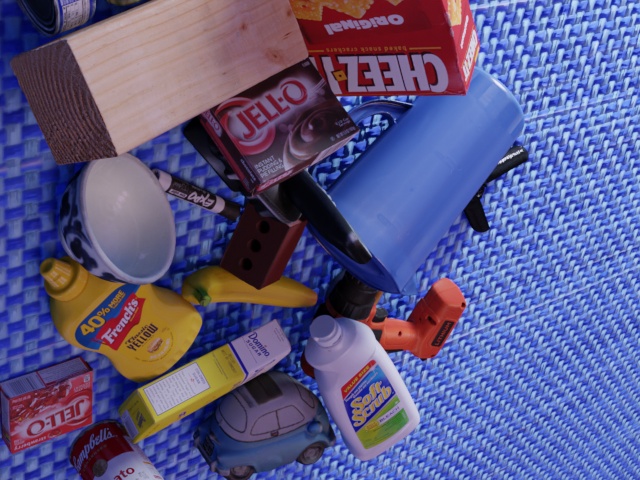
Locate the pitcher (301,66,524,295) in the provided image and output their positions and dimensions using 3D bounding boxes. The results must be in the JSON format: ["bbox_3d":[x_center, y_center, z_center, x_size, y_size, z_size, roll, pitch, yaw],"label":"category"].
[{"bbox_3d":[0.096,-0.076,1.121,0.242,0.145,0.149,-49,147,-13],"label":"pitcher"}]

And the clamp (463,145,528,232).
[{"bbox_3d":[0.187,-0.075,1.279,0.171,0.039,0.120,16,103,-56],"label":"clamp"}]

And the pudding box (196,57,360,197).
[{"bbox_3d":[-0.037,-0.101,0.923,0.113,0.090,0.039,-30,172,-30],"label":"pudding box"}]

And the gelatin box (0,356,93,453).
[{"bbox_3d":[-0.268,0.161,1.048,0.089,0.030,0.073,-17,132,-33],"label":"gelatin box"}]

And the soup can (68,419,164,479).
[{"bbox_3d":[-0.210,0.246,1.116,0.068,0.102,0.068,-25,136,-27],"label":"soup can"}]

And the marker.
[{"bbox_3d":[-0.119,-0.042,1.030,0.120,0.020,0.020,23,104,-50],"label":"marker"}]

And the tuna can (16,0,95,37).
[{"bbox_3d":[-0.199,-0.194,0.776,0.033,0.086,0.086,-29,137,-26],"label":"tuna can"}]

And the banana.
[{"bbox_3d":[-0.083,0.052,1.104,0.197,0.070,0.037,1,121,-55],"label":"banana"}]

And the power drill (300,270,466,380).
[{"bbox_3d":[0.080,0.085,1.262,0.187,0.057,0.185,0,132,-35],"label":"power drill"}]

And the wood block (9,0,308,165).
[{"bbox_3d":[-0.120,-0.143,0.832,0.205,0.091,0.090,-35,111,-37],"label":"wood block"}]

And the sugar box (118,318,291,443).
[{"bbox_3d":[-0.121,0.148,1.126,0.175,0.048,0.093,-23,169,-30],"label":"sugar box"}]

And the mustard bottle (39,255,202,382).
[{"bbox_3d":[-0.198,0.064,1.012,0.096,0.058,0.191,-43,141,2],"label":"mustard bottle"}]

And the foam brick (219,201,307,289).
[{"bbox_3d":[-0.057,0.001,1.086,0.078,0.053,0.051,-65,164,18],"label":"foam brick"}]

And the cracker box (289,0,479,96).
[{"bbox_3d":[0.034,-0.215,0.911,0.213,0.164,0.072,64,37,-49],"label":"cracker box"}]

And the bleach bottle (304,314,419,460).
[{"bbox_3d":[0.036,0.161,1.217,0.102,0.068,0.250,-33,141,-1],"label":"bleach bottle"}]
